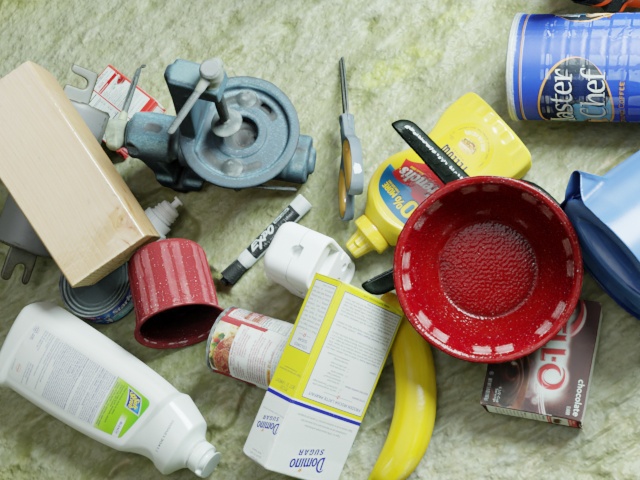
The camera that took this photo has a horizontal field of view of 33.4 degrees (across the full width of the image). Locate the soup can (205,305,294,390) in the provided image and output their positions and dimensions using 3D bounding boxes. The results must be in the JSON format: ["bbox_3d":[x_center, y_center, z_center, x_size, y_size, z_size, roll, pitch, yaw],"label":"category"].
[{"bbox_3d":[-0.049,0.109,1.024,0.102,0.068,0.068,16,76,23],"label":"soup can"}]

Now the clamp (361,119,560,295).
[{"bbox_3d":[0.147,-0.025,0.985,0.210,0.036,0.164,4,96,4],"label":"clamp"}]

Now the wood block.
[{"bbox_3d":[-0.259,-0.064,1.068,0.091,0.090,0.206,-34,88,1],"label":"wood block"}]

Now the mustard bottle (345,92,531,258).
[{"bbox_3d":[0.103,-0.050,1.034,0.191,0.058,0.096,-39,74,3],"label":"mustard bottle"}]

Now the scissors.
[{"bbox_3d":[0.026,-0.099,1.096,0.016,0.096,0.202,2,37,-7],"label":"scissors"}]

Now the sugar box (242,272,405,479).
[{"bbox_3d":[0.004,0.127,0.962,0.048,0.093,0.176,21,86,50],"label":"sugar box"}]

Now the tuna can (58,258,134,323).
[{"bbox_3d":[-0.231,0.044,1.130,0.086,0.033,0.086,-7,68,17],"label":"tuna can"}]

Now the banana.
[{"bbox_3d":[0.073,0.143,0.981,0.070,0.037,0.197,7,70,12],"label":"banana"}]

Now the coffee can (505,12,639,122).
[{"bbox_3d":[0.252,-0.162,1.000,0.140,0.102,0.103,4,72,20],"label":"coffee can"}]

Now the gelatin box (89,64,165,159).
[{"bbox_3d":[-0.230,-0.146,1.204,0.089,0.030,0.073,38,87,27],"label":"gelatin box"}]

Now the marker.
[{"bbox_3d":[-0.057,0.001,1.094,0.121,0.020,0.020,-45,63,-1],"label":"marker"}]

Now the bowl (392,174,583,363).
[{"bbox_3d":[0.146,0.025,0.936,0.162,0.055,0.162,0,88,10],"label":"bowl"}]

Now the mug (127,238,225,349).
[{"bbox_3d":[-0.154,0.058,1.077,0.117,0.093,0.081,-46,50,40],"label":"mug"}]

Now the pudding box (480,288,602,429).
[{"bbox_3d":[0.199,0.105,0.954,0.090,0.039,0.113,7,73,22],"label":"pudding box"}]

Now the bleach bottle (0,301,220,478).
[{"bbox_3d":[-0.208,0.162,1.061,0.251,0.068,0.103,31,102,21],"label":"bleach bottle"}]
